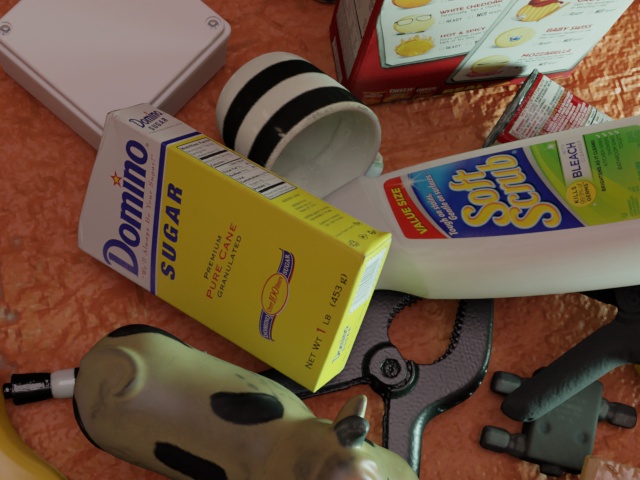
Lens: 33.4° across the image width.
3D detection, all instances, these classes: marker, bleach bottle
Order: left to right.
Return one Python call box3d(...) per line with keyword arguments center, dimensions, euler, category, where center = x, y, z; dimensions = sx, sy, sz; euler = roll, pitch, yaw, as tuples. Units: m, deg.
box3d(center=(-0.127, 0.082, 0.637), dimensions=(0.121, 0.020, 0.020), euler=(-6, 75, -8), category="marker")
box3d(center=(0.093, -0.005, 0.619), dimensions=(0.251, 0.068, 0.102), euler=(-11, 53, 10), category="bleach bottle")

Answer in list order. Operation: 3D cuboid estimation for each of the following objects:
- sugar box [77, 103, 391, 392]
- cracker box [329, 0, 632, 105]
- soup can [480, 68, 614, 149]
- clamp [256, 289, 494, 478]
box3d(center=(-0.054, 0.001, 0.608), dimensions=(0.176, 0.048, 0.093), euler=(27, 116, 16), category="sugar box")
box3d(center=(0.100, -0.158, 0.630), dimensions=(0.164, 0.214, 0.072), euler=(-9, 75, -9), category="cracker box")
box3d(center=(0.161, -0.055, 0.684), dimensions=(0.102, 0.068, 0.068), euler=(33, 73, 3), category="soup can")
box3d(center=(0.030, 0.079, 0.647), dimensions=(0.164, 0.036, 0.210), euler=(32, 74, 5), category="clamp")
